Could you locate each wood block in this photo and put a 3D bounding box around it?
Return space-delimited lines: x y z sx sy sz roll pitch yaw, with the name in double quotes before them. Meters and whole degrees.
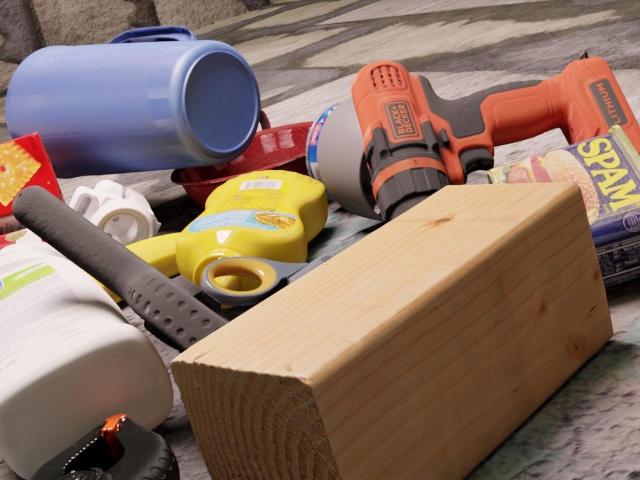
"wood block" 0.043 0.051 0.509 0.091 0.090 0.205 1 25 46

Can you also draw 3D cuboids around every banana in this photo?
"banana" -0.156 0.038 0.821 0.070 0.037 0.197 18 34 23

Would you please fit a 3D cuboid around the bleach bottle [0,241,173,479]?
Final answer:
"bleach bottle" -0.173 0.052 0.680 0.102 0.068 0.251 -26 26 -12

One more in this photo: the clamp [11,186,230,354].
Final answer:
"clamp" -0.074 0.045 0.606 0.210 0.164 0.036 28 81 47

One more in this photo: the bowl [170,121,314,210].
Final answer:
"bowl" -0.053 -0.058 0.982 0.162 0.055 0.162 -15 17 5

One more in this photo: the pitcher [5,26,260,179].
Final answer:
"pitcher" -0.169 -0.132 0.999 0.243 0.149 0.144 3 8 42

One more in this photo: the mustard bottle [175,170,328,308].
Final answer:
"mustard bottle" -0.055 0.001 0.795 0.096 0.058 0.191 0 20 10

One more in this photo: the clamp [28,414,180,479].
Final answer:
"clamp" -0.117 0.130 0.490 0.120 0.039 0.171 -11 11 -4

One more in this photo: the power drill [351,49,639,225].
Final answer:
"power drill" 0.125 -0.058 0.737 0.187 0.057 0.184 -7 57 -9

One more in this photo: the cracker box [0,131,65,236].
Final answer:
"cracker box" -0.331 -0.008 0.938 0.213 0.072 0.164 -19 -13 -12

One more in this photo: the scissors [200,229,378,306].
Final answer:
"scissors" -0.015 0.016 0.730 0.096 0.016 0.201 21 26 6

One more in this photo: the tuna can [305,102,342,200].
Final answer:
"tuna can" 0.030 -0.075 0.910 0.086 0.086 0.034 -29 23 -35
